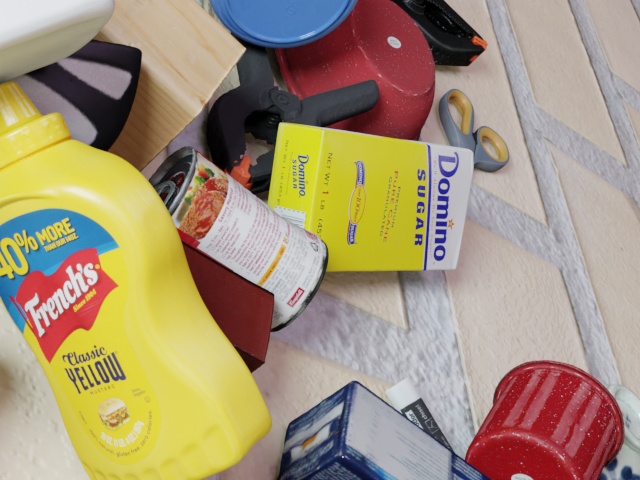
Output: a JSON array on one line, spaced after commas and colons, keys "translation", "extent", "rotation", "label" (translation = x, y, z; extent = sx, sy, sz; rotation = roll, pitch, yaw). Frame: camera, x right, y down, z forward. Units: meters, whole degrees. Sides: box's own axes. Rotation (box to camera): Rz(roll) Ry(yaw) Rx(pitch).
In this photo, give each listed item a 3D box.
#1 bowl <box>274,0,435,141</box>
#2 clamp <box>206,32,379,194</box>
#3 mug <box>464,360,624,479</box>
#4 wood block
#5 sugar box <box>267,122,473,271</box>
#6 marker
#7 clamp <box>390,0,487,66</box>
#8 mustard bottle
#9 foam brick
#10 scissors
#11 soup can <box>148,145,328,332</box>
[{"translation": [0.041, -0.144, 0.861], "extent": [0.161, 0.055, 0.162], "rotation": [24, 51, -33], "label": "bowl"}, {"translation": [-0.038, -0.095, 0.747], "extent": [0.120, 0.039, 0.171], "rotation": [30, 42, 7], "label": "clamp"}, {"translation": [0.152, 0.149, 0.709], "extent": [0.117, 0.093, 0.081], "rotation": [58, 37, -7], "label": "mug"}, {"translation": [-0.157, -0.136, 0.606], "extent": [0.206, 0.091, 0.090], "rotation": [43, 35, -14], "label": "wood block"}, {"translation": [0.038, -0.026, 0.735], "extent": [0.175, 0.048, 0.093], "rotation": [1, 101, -47], "label": "sugar box"}, {"translation": [0.081, 0.144, 0.687], "extent": [0.020, 0.020, 0.121], "rotation": [-17, 72, -55], "label": "marker"}, {"translation": [0.074, -0.231, 1.021], "extent": [0.209, 0.036, 0.164], "rotation": [18, 46, -35], "label": "clamp"}, {"translation": [-0.101, 0.019, 0.480], "extent": [0.058, 0.096, 0.191], "rotation": [-35, 103, -54], "label": "mustard bottle"}, {"translation": [-0.072, 0.042, 0.573], "extent": [0.078, 0.053, 0.051], "rotation": [32, 38, -26], "label": "foam brick"}, {"translation": [0.139, -0.061, 0.956], "extent": [0.096, 0.016, 0.201], "rotation": [32, 38, -27], "label": "scissors"}, {"translation": [-0.054, 0.001, 0.619], "extent": [0.102, 0.069, 0.068], "rotation": [34, 37, -25], "label": "soup can"}]
